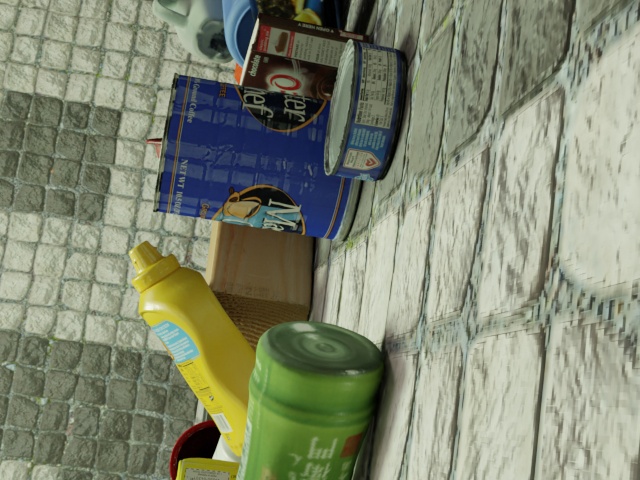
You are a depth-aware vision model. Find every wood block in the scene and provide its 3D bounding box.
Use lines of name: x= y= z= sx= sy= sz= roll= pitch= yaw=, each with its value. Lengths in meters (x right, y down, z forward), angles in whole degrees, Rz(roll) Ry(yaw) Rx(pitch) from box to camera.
wood block: x=-0.056 y=0.001 z=0.989 sx=0.091 sy=0.090 sz=0.206 roll=107 pitch=170 yaw=-47

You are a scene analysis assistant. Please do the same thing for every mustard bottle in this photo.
mustard bottle: x=-0.095 y=0.084 z=0.867 sx=0.191 sy=0.058 sz=0.096 roll=56 pitch=157 yaw=-4

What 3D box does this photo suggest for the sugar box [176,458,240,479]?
sugar box: x=-0.077 y=0.220 z=0.882 sx=0.176 sy=0.093 sz=0.048 roll=112 pitch=165 yaw=-64

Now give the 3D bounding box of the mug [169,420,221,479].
mug: x=-0.107 y=0.233 z=1.156 sx=0.117 sy=0.093 sz=0.081 roll=-51 pitch=-3 yaw=-10

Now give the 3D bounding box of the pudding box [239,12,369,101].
pudding box: x=-0.016 y=-0.127 z=0.832 sx=0.114 sy=0.090 sz=0.039 roll=118 pitch=160 yaw=-67

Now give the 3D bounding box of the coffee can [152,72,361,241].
coffee can: x=-0.045 y=-0.060 z=0.778 sx=0.103 sy=0.140 sz=0.103 roll=-171 pitch=91 yaw=-83

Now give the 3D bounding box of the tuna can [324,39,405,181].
tuna can: x=0.027 y=-0.081 z=0.669 sx=0.086 sy=0.033 sz=0.086 roll=-172 pitch=90 yaw=-82
